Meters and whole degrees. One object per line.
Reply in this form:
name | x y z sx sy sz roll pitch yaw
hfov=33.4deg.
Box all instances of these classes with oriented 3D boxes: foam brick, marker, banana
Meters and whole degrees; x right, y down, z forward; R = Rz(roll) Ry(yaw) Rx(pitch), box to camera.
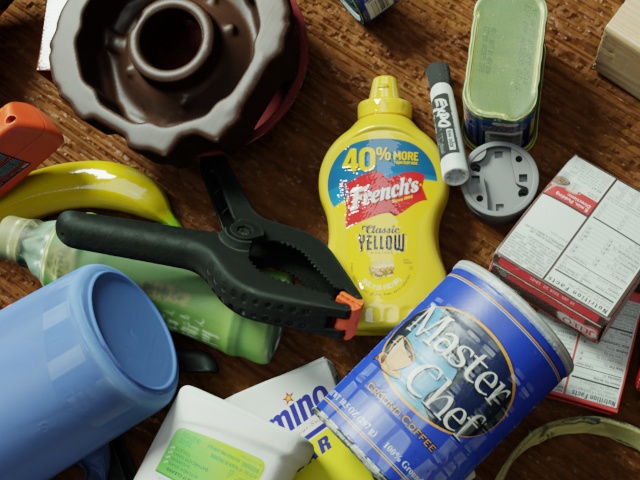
foam brick | -0.188 -0.163 0.852 0.053 0.051 0.078 4 80 9
marker | 0.092 -0.089 0.782 0.020 0.020 0.121 -9 48 7
banana | -0.203 -0.026 0.835 0.198 0.037 0.069 -4 78 8

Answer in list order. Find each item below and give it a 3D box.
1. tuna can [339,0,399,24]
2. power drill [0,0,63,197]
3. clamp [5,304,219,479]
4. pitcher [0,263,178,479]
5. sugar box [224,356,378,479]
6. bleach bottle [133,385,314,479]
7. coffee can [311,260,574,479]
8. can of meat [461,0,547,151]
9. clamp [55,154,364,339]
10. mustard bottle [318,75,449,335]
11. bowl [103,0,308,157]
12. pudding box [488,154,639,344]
tuna can | 0.022 -0.207 0.809 0.034 0.086 0.086 -36 76 2
power drill | -0.255 -0.136 0.818 0.185 0.057 0.188 -36 60 25
clamp | -0.173 0.109 0.803 0.171 0.039 0.120 24 79 16
pitcher | -0.215 0.124 0.738 0.243 0.149 0.145 -30 68 17
sugar box | -0.003 0.181 0.757 0.093 0.048 0.176 -24 77 4
bleach bottle | -0.100 0.228 0.696 0.103 0.068 0.250 22 77 13
coffee can | 0.079 0.097 0.694 0.140 0.103 0.103 -44 76 -7
can of meat | 0.134 -0.121 0.775 0.057 0.084 0.102 6 80 10
clamp | -0.055 0.001 0.751 0.210 0.164 0.036 26 126 18
mustard bottle | 0.047 -0.028 0.784 0.096 0.058 0.191 0 79 8
bowl | -0.085 -0.136 0.828 0.162 0.055 0.162 -2 79 9
pudding box | 0.184 0.004 0.743 0.090 0.039 0.113 33 64 17
